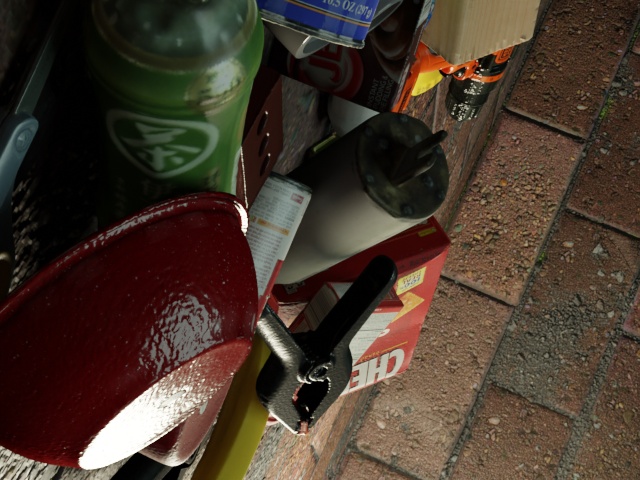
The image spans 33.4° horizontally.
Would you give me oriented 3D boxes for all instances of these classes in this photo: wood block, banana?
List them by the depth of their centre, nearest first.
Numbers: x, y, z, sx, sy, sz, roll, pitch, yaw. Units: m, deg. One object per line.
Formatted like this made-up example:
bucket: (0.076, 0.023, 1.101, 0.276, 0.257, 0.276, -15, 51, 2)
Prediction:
banana: (-0.072, 0.147, 0.832, 0.069, 0.037, 0.197, 39, 65, -55)
wood block: (0.126, -0.256, 0.843, 0.090, 0.090, 0.206, -23, 139, -26)

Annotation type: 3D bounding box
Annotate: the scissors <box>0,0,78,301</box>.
scissors: (-0.123, -0.029, 0.430, 0.096, 0.016, 0.201, 87, 28, -71)

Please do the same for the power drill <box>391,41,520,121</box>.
power drill: (0.114, -0.163, 1.034, 0.187, 0.057, 0.185, -30, 152, -32)

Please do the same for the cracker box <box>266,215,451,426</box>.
cracker box: (0.014, 0.067, 0.959, 0.164, 0.072, 0.214, -18, 146, -20)

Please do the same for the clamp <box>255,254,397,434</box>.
clamp: (-0.016, 0.084, 0.794, 0.039, 0.120, 0.172, 59, -39, 44)

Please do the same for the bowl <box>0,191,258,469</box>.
bowl: (-0.083, 0.051, 0.471, 0.162, 0.055, 0.162, -36, 164, -12)

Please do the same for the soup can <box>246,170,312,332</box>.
soup can: (-0.055, 0.001, 0.696, 0.068, 0.068, 0.102, 21, 92, -80)

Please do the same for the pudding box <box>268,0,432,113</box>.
pudding box: (0.024, -0.150, 0.703, 0.039, 0.090, 0.114, -51, 161, -60)

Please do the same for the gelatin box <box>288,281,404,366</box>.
gelatin box: (0.013, 0.070, 0.863, 0.073, 0.030, 0.089, 2, 137, -41)
